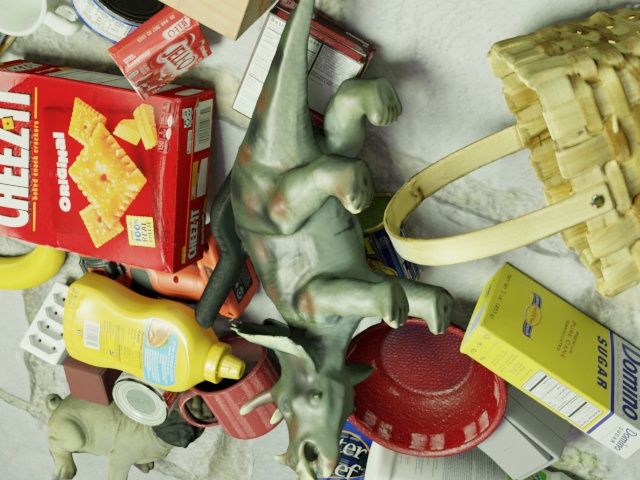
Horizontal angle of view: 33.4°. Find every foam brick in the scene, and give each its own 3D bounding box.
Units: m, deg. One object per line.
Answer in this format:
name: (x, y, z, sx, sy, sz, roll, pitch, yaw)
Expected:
foam brick: (-0.250, 0.141, 1.220, 0.051, 0.078, 0.053, 11, 130, 18)

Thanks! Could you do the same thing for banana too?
banana: (-0.352, 0.024, 1.211, 0.198, 0.037, 0.069, -13, 101, 34)

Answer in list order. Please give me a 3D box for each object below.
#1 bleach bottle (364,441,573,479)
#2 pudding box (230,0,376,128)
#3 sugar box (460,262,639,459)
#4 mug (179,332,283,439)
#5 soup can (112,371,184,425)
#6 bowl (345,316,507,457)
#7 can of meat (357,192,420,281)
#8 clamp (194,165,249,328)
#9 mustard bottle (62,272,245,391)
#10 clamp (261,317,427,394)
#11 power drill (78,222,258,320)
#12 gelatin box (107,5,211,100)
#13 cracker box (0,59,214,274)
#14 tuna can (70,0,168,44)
bleach bottle: (0.170, 0.256, 1.057, 0.251, 0.102, 0.068, 16, 126, 0)
pudding box: (-0.016, -0.137, 0.898, 0.090, 0.039, 0.114, 31, 132, 2)
sugar box: (0.215, 0.104, 0.934, 0.176, 0.093, 0.048, 31, 134, 1)
mug: (-0.093, 0.163, 1.139, 0.117, 0.093, 0.081, -28, 122, 1)
soup can: (-0.173, 0.143, 1.164, 0.068, 0.102, 0.068, 14, 131, 17)
bowl: (0.096, 0.126, 1.004, 0.162, 0.055, 0.162, 7, 122, 11)
can of meat: (0.033, 0.008, 0.978, 0.102, 0.057, 0.084, -5, 126, 30)
clamp: (-0.057, 0.001, 1.012, 0.039, 0.120, 0.171, 39, 128, 46)
mustard bottle: (-0.166, 0.102, 1.083, 0.192, 0.058, 0.096, 17, 119, 16)
clamp: (0.062, 0.127, 1.072, 0.165, 0.036, 0.210, -29, 113, 33)
power drill: (-0.167, 0.011, 1.087, 0.188, 0.057, 0.184, 3, 131, 29)
gelatin box: (-0.130, -0.155, 0.880, 0.030, 0.073, 0.089, 54, 177, 5)
cracker box: (-0.211, -0.072, 0.995, 0.214, 0.072, 0.164, 11, 107, 19)
tuna can: (-0.164, -0.204, 0.889, 0.086, 0.086, 0.034, 40, 135, -7)
